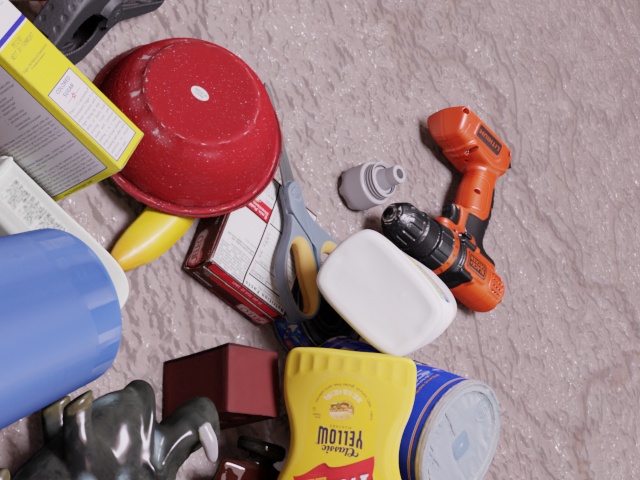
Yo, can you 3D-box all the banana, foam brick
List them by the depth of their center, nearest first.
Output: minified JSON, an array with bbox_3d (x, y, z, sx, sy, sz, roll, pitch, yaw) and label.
[{"bbox_3d":[-0.075,0.112,0.806,0.052,0.078,0.051,16,63,-42],"label":"foam brick"},{"bbox_3d":[-0.119,-0.055,0.854,0.069,0.037,0.197,15,60,-15],"label":"banana"}]

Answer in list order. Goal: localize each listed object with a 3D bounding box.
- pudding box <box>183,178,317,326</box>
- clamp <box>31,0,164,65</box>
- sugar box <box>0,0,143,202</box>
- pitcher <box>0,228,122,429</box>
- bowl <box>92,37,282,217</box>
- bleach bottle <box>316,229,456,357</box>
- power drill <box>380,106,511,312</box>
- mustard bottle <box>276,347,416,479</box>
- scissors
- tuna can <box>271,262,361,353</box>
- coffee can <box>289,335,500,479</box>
[{"bbox_3d":[-0.056,0.001,0.895,0.090,0.039,0.113,42,51,-31],"label":"pudding box"},{"bbox_3d":[-0.167,-0.180,0.819,0.039,0.120,0.171,36,66,12],"label":"clamp"},{"bbox_3d":[-0.215,-0.107,0.725,0.176,0.094,0.048,48,46,-24],"label":"sugar box"},{"bbox_3d":[-0.243,0.061,0.622,0.242,0.145,0.149,-22,105,-52],"label":"pitcher"},{"bbox_3d":[-0.098,-0.101,0.830,0.162,0.055,0.162,9,62,-18],"label":"bowl"},{"bbox_3d":[0.070,0.044,0.930,0.102,0.068,0.250,46,8,8],"label":"bleach bottle"},{"bbox_3d":[0.133,-0.041,1.090,0.184,0.057,0.187,39,53,-40],"label":"power drill"},{"bbox_3d":[0.015,0.177,0.781,0.058,0.096,0.191,30,65,-79],"label":"mustard bottle"},{"bbox_3d":[-0.012,-0.029,0.910,0.096,0.016,0.202,12,70,-48],"label":"scissors"},{"bbox_3d":[-0.002,0.063,0.933,0.086,0.034,0.086,18,63,-41],"label":"tuna can"},{"bbox_3d":[0.059,0.144,0.866,0.102,0.141,0.103,-17,113,-44],"label":"coffee can"}]
